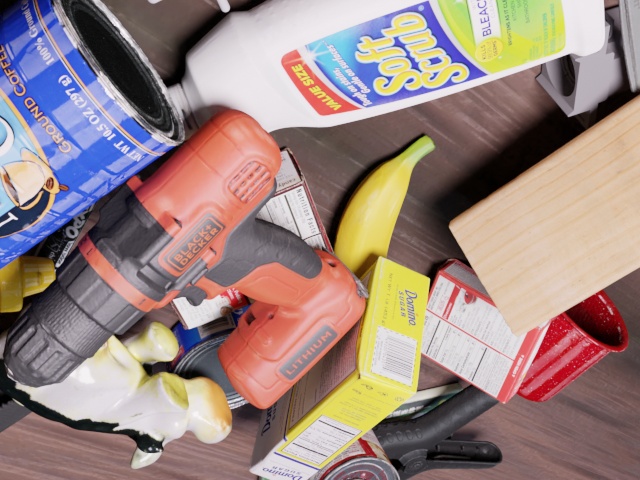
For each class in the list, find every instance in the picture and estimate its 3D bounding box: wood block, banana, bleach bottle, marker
[{"bbox_3d":[0.199,-0.031,0.688,0.206,0.090,0.090,-36,168,28],"label":"wood block"},{"bbox_3d":[0.041,0.016,0.747,0.069,0.037,0.198,-11,137,-15],"label":"banana"},{"bbox_3d":[0.028,-0.108,0.596,0.251,0.068,0.102,-22,139,1],"label":"bleach bottle"},{"bbox_3d":[-0.144,-0.020,0.635,0.020,0.020,0.121,13,126,-35],"label":"marker"}]

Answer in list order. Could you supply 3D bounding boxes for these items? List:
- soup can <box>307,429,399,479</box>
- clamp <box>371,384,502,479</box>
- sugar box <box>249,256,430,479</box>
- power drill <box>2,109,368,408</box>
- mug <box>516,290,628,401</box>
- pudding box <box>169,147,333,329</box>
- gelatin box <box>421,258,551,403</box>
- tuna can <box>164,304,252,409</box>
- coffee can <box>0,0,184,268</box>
[{"bbox_3d":[0.011,0.165,0.827,0.068,0.102,0.068,-9,120,-17],"label":"soup can"},{"bbox_3d":[0.083,0.181,0.914,0.171,0.039,0.120,-20,132,2],"label":"clamp"},{"bbox_3d":[0.011,0.096,0.735,0.048,0.093,0.176,23,141,-12],"label":"sugar box"},{"bbox_3d":[-0.065,0.034,0.609,0.184,0.057,0.187,-44,145,2],"label":"power drill"},{"bbox_3d":[0.182,0.069,0.841,0.082,0.093,0.117,-47,171,29],"label":"mug"},{"bbox_3d":[-0.054,0.001,0.686,0.113,0.039,0.090,-24,138,-4],"label":"pudding box"},{"bbox_3d":[0.117,0.067,0.794,0.030,0.089,0.073,-31,145,-52],"label":"gelatin box"},{"bbox_3d":[-0.069,0.083,0.766,0.086,0.034,0.086,-13,137,-13],"label":"tuna can"},{"bbox_3d":[-0.154,-0.052,0.535,0.140,0.103,0.102,-34,138,10],"label":"coffee can"}]
